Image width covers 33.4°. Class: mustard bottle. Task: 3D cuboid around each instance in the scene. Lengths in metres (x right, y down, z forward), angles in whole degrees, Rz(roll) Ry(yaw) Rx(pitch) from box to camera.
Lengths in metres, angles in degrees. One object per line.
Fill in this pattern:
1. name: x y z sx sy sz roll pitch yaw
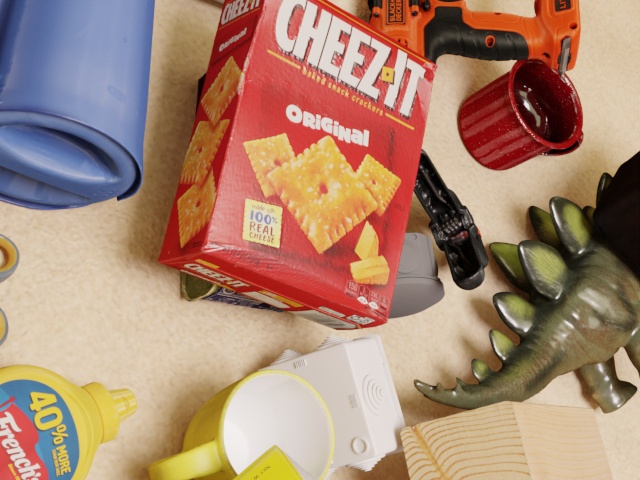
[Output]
1. mustard bottle: -0.200 0.130 0.663 0.191 0.058 0.096 -17 92 -38

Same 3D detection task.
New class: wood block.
1. wood block: 0.151 0.179 0.815 0.205 0.090 0.091 17 57 -59

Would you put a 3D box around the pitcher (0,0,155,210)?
1. pitcher: -0.180 -0.155 0.733 0.144 0.149 0.243 11 63 -18

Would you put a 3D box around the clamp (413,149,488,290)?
1. clamp: 0.105 -0.020 0.884 0.171 0.039 0.120 -6 75 -81

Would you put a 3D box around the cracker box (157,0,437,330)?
1. cracker box: -0.009 -0.060 0.768 0.164 0.072 0.213 24 70 -32

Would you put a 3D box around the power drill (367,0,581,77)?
1. power drill: 0.136 -0.213 0.966 0.188 0.057 0.184 -2 61 8

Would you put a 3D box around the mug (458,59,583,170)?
1. mug: 0.195 -0.112 1.009 0.117 0.082 0.093 22 62 -26
